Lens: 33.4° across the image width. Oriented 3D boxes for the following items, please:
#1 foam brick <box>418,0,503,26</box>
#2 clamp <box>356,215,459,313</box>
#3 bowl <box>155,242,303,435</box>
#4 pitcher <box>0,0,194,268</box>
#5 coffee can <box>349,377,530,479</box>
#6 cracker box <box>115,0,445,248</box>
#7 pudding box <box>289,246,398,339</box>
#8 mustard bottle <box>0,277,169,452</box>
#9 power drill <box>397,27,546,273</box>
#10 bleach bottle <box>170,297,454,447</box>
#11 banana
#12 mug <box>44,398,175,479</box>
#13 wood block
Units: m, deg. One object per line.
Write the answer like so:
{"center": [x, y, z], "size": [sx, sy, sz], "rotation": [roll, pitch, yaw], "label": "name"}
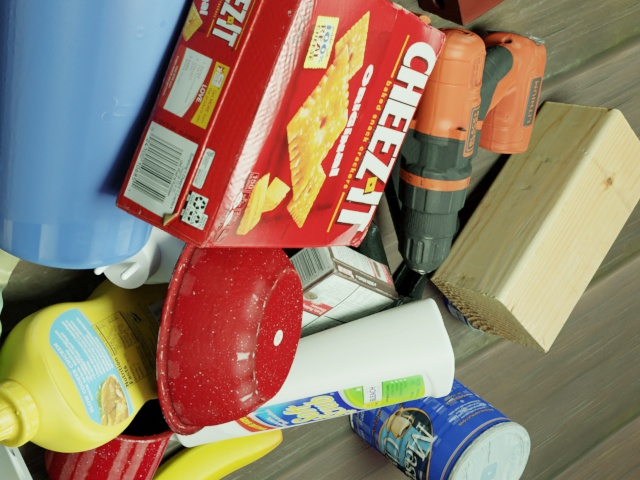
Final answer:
{"center": [0.103, -0.213, 0.814], "size": [0.051, 0.053, 0.078], "rotation": [-37, 134, -19], "label": "foam brick"}
{"center": [0.058, 0.049, 0.950], "size": [0.120, 0.039, 0.171], "rotation": [8, 103, -37], "label": "clamp"}
{"center": [-0.053, 0.059, 0.731], "size": [0.162, 0.055, 0.162], "rotation": [10, 90, -73], "label": "bowl"}
{"center": [-0.126, -0.111, 0.621], "size": [0.145, 0.149, 0.243], "rotation": [-69, 174, -63], "label": "pitcher"}
{"center": [0.110, 0.180, 1.002], "size": [0.102, 0.140, 0.103], "rotation": [-22, 128, -31], "label": "coffee can"}
{"center": [-0.012, -0.079, 0.654], "size": [0.213, 0.072, 0.164], "rotation": [1, 114, -64], "label": "cracker box"}
{"center": [-0.008, 0.051, 0.859], "size": [0.114, 0.039, 0.089], "rotation": [-35, 145, 25], "label": "pudding box"}
{"center": [-0.154, 0.084, 0.703], "size": [0.191, 0.058, 0.096], "rotation": [-31, 95, -54], "label": "mustard bottle"}
{"center": [0.117, -0.083, 0.832], "size": [0.187, 0.057, 0.184], "rotation": [-37, 139, -57], "label": "power drill"}
{"center": [-0.022, 0.117, 0.856], "size": [0.250, 0.068, 0.102], "rotation": [-15, 154, -3], "label": "bleach bottle"}
{"center": [-0.114, 0.213, 0.877], "size": [0.197, 0.070, 0.037], "rotation": [-48, 165, -30], "label": "banana"}
{"center": [-0.163, 0.135, 0.774], "size": [0.117, 0.093, 0.082], "rotation": [19, 121, -10], "label": "mug"}
{"center": [0.204, -0.015, 0.967], "size": [0.090, 0.090, 0.206], "rotation": [45, 73, -35], "label": "wood block"}
